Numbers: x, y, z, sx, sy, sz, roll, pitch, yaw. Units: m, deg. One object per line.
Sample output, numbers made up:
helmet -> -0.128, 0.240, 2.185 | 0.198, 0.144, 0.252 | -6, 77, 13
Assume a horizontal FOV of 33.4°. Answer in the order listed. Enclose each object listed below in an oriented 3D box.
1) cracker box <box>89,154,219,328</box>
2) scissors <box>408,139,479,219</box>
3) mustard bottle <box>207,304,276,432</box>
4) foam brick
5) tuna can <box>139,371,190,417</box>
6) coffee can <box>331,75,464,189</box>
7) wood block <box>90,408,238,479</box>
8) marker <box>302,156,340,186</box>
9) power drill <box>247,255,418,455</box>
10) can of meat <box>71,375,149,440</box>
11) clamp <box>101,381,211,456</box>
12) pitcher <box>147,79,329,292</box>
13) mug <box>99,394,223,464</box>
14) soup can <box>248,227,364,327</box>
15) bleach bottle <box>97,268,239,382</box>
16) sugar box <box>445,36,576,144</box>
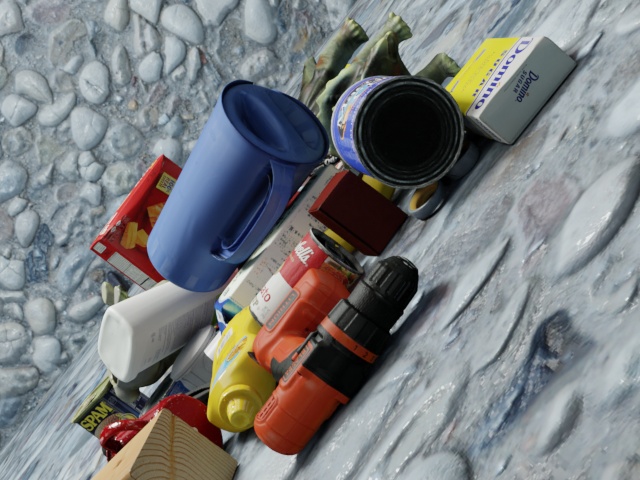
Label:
cracker box -> -0.195, 0.006, 1.537 | 0.164, 0.213, 0.072 | -57, 12, -26
scissors -> 0.097, -0.053, 1.060 | 0.096, 0.016, 0.202 | -55, 11, -17
mustard bottle -> -0.075, 0.134, 1.045 | 0.096, 0.058, 0.191 | -58, 9, 12
foam brick -> 0.036, -0.027, 1.063 | 0.051, 0.078, 0.053 | -55, 11, -8
tuna can -> -0.194, 0.205, 1.367 | 0.086, 0.033, 0.086 | -49, 11, 13
coffee can -> 0.070, -0.106, 1.020 | 0.103, 0.102, 0.140 | -51, 11, 2
wood block -> -0.180, 0.261, 0.986 | 0.206, 0.090, 0.090 | -45, 12, 32
marker -> 0.021, -0.105, 1.415 | 0.121, 0.020, 0.020 | -28, 5, -15
power drill -> 0.004, 0.078, 0.907 | 0.184, 0.057, 0.188 | -51, 11, 2
can of meat -> -0.285, 0.241, 1.492 | 0.102, 0.084, 0.057 | -44, 14, 36
clamp -> -0.157, 0.190, 1.201 | 0.172, 0.039, 0.120 | -24, 12, 28
pitcher -> -0.102, -0.046, 1.208 | 0.243, 0.145, 0.149 | -54, -10, 34
mug -> -0.159, 0.200, 1.047 | 0.082, 0.117, 0.093 | -39, 40, 33
soup can -> -0.015, 0.048, 1.055 | 0.102, 0.068, 0.068 | -50, 11, 11
bleach bottle -> -0.158, 0.084, 1.350 | 0.250, 0.068, 0.103 | -25, -32, -40
sugar box -> 0.165, -0.143, 0.995 | 0.093, 0.048, 0.176 | -51, 10, 2
